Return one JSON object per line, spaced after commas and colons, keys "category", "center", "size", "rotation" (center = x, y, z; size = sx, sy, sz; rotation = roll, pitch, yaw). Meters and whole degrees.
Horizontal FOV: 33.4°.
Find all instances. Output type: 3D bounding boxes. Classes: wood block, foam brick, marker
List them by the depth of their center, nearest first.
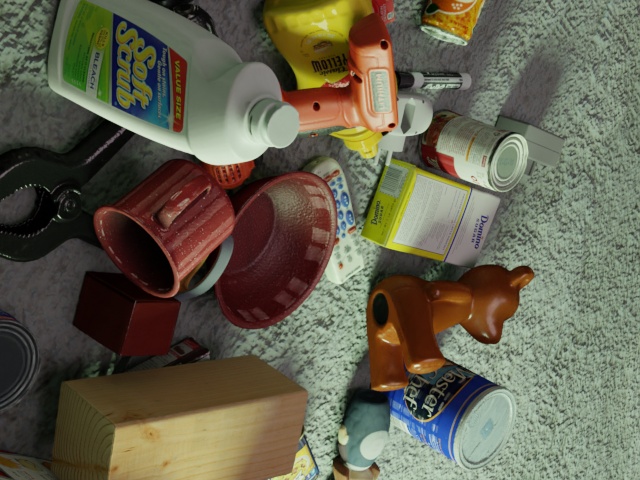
{"category": "foam brick", "center": [-0.168, 0.064, 0.928], "size": [0.052, 0.078, 0.051], "rotation": [7, 102, -46]}
{"category": "wood block", "center": [-0.122, 0.170, 0.954], "size": [0.205, 0.091, 0.090], "rotation": [-4, 112, -42]}
{"category": "marker", "center": [0.116, -0.171, 1.141], "size": [0.120, 0.020, 0.020], "rotation": [-7, 113, -43]}

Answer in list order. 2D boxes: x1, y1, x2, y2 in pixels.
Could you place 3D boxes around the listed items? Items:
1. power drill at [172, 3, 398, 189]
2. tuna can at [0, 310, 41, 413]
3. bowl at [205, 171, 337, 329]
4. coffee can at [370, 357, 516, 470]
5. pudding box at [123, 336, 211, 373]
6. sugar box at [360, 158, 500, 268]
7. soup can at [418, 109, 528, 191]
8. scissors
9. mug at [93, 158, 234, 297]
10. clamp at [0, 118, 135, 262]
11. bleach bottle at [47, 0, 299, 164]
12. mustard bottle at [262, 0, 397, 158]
{"category": "power drill", "center": [-0.031, -0.138, 0.923], "size": [0.187, 0.057, 0.184], "rotation": [-13, 135, -2]}
{"category": "tuna can", "center": [-0.275, 0.099, 0.871], "size": [0.085, 0.034, 0.086], "rotation": [-21, 122, -37]}
{"category": "bowl", "center": [-0.057, 0.001, 1.017], "size": [0.161, 0.055, 0.162], "rotation": [-29, 133, -37]}
{"category": "coffee can", "center": [0.142, 0.191, 1.246], "size": [0.102, 0.141, 0.103], "rotation": [-21, 122, -37]}
{"category": "pudding box", "center": [-0.143, 0.163, 1.029], "size": [0.089, 0.039, 0.113], "rotation": [-28, 128, -32]}
{"category": "sugar box", "center": [0.126, -0.028, 1.200], "size": [0.175, 0.048, 0.093], "rotation": [14, 99, -51]}
{"category": "soup can", "center": [0.167, -0.098, 1.163], "size": [0.068, 0.102, 0.068], "rotation": [-21, 122, -37]}
{"category": "scissors", "center": [-0.152, 0.049, 0.970], "size": [0.016, 0.096, 0.202], "rotation": [22, 124, -44]}
{"category": "mug", "center": [-0.121, -0.019, 0.867], "size": [0.081, 0.093, 0.117], "rotation": [-45, 177, -32]}
{"category": "clamp", "center": [-0.208, -0.045, 0.868], "size": [0.209, 0.036, 0.165], "rotation": [-8, 114, -43]}
{"category": "bleach bottle", "center": [-0.105, -0.121, 0.774], "size": [0.067, 0.251, 0.102], "rotation": [6, 104, -46]}
{"category": "mustard bottle", "center": [0.020, -0.154, 1.004], "size": [0.058, 0.096, 0.191], "rotation": [-87, 160, -46]}
